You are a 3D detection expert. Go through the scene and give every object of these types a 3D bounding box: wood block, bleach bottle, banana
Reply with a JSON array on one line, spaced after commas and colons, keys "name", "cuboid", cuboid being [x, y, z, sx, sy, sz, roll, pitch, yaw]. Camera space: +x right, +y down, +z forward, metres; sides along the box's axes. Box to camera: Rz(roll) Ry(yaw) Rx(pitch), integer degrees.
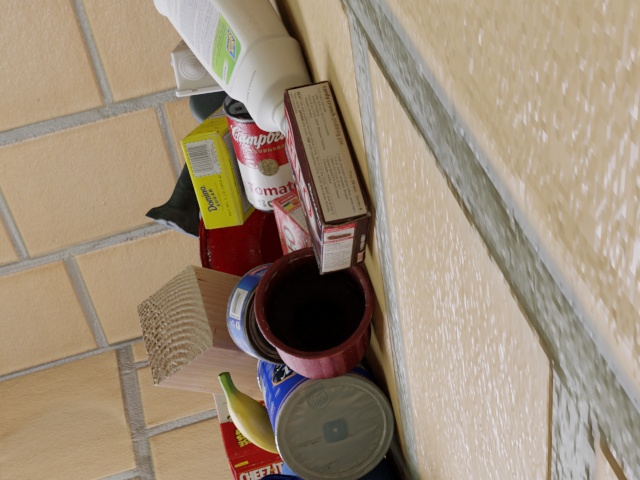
[{"name": "wood block", "cuboid": [-0.074, 0.101, 1.090, 0.205, 0.090, 0.091, 17, -135, -47]}, {"name": "bleach bottle", "cuboid": [-0.069, -0.168, 0.900, 0.251, 0.068, 0.103, 58, 152, 36]}, {"name": "banana", "cuboid": [-0.038, 0.181, 1.076, 0.197, 0.037, 0.069, 33, -129, -57]}]

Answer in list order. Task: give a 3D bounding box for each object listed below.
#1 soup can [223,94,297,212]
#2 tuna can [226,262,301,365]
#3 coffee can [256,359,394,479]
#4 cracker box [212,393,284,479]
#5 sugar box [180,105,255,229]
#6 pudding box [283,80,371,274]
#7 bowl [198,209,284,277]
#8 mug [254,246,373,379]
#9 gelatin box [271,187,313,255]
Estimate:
[{"name": "soup can", "cuboid": [-0.044, -0.085, 0.963, 0.068, 0.068, 0.102, -113, 9, -52]}, {"name": "tuna can", "cuboid": [-0.036, 0.064, 0.923, 0.034, 0.086, 0.086, 13, 120, 60]}, {"name": "coffee can", "cuboid": [0.001, 0.142, 0.965, 0.140, 0.102, 0.103, -123, 18, -72]}, {"name": "cracker box", "cuboid": [-0.062, 0.230, 1.487, 0.214, 0.164, 0.072, -113, 8, -54]}, {"name": "sugar box", "cuboid": [-0.079, -0.087, 1.062, 0.176, 0.048, 0.093, -60, -41, -64]}, {"name": "pudding box", "cuboid": [0.003, -0.044, 0.770, 0.090, 0.039, 0.113, 90, 164, -67]}, {"name": "bowl", "cuboid": [-0.058, 0.001, 1.146, 0.161, 0.055, 0.162, -1, -89, -54]}, {"name": "mug", "cuboid": [0.000, 0.052, 0.863, 0.081, 0.093, 0.117, 76, -160, -66]}, {"name": "gelatin box", "cuboid": [-0.008, 0.009, 0.954, 0.073, 0.030, 0.089, 45, 156, 39]}]
